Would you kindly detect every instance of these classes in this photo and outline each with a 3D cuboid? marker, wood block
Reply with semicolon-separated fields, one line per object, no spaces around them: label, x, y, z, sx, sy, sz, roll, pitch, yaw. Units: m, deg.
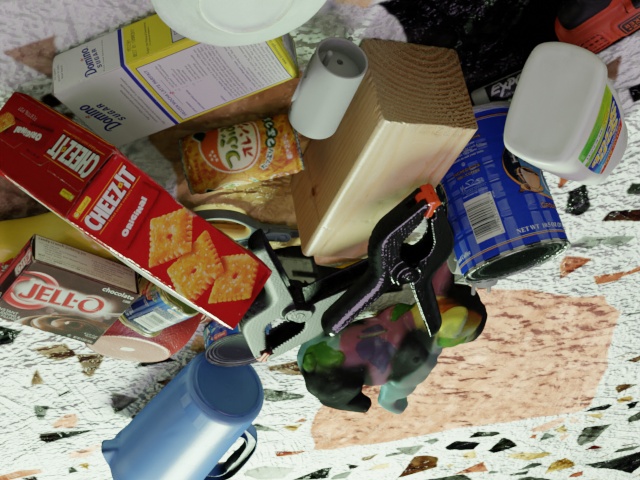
marker;0.169;-0.140;0.968;0.121;0.020;0.020;-22;148;17
wood block;0.050;-0.076;0.963;0.090;0.091;0.206;3;147;-21

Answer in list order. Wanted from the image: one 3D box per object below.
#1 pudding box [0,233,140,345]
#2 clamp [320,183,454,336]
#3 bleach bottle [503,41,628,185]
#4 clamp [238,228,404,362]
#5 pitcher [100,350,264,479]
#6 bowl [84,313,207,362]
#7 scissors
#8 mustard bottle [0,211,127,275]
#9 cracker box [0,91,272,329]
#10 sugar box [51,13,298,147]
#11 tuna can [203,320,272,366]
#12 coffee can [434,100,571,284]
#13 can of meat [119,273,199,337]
pudding box;-0.240;0.048;1.001;0.113;0.039;0.090;20;132;-34
clamp;0.065;0.026;0.964;0.120;0.039;0.171;-9;129;-19
bleach bottle;0.237;-0.104;0.962;0.068;0.102;0.250;23;-172;25
clamp;-0.030;0.054;1.030;0.164;0.036;0.210;11;141;-30
pitcher;-0.163;0.247;1.393;0.149;0.145;0.243;-27;164;-47
bowl;-0.203;0.091;1.148;0.162;0.055;0.162;5;157;2
scissors;-0.057;0.001;1.128;0.201;0.016;0.096;9;145;-31
mustard bottle;-0.289;0.017;1.032;0.191;0.058;0.096;-12;148;0
cracker box;-0.162;-0.024;0.892;0.072;0.164;0.213;-55;138;-7
sugar box;-0.114;-0.138;0.848;0.176;0.048;0.093;-16;150;15
tuna can;-0.099;0.119;1.292;0.086;0.034;0.086;-9;150;-5
coffee can;0.158;-0.043;0.985;0.102;0.140;0.103;-16;164;-5
can of meat;-0.145;0.036;1.047;0.057;0.102;0.084;36;144;-25
